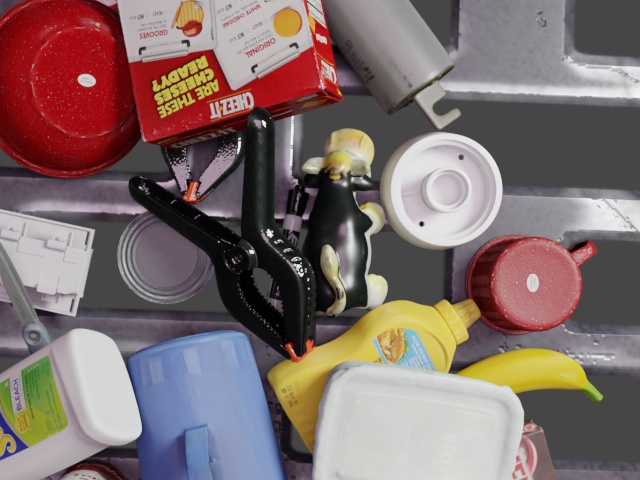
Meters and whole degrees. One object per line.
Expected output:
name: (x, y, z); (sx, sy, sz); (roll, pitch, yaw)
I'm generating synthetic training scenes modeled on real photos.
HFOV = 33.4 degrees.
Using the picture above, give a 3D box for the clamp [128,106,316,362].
clamp: (-0.056, 0.001, 0.884); (0.165, 0.036, 0.210); (-32, 91, 38)

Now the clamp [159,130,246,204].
clamp: (-0.090, -0.117, 0.958); (0.120, 0.039, 0.171); (2, 88, 7)

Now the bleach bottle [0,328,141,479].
bleach bottle: (-0.270, 0.172, 0.892); (0.251, 0.068, 0.102); (-31, 63, 19)

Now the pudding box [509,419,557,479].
pudding box: (0.164, 0.226, 0.945); (0.090, 0.039, 0.113); (-18, 101, -3)

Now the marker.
marker: (-0.030, 0.009, 0.965); (0.020, 0.020, 0.121); (12, 87, -2)

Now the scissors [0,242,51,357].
scissors: (-0.257, 0.094, 0.917); (0.096, 0.016, 0.201); (-30, 113, 9)

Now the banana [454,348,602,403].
banana: (0.155, 0.140, 0.958); (0.197, 0.037, 0.069); (-15, 88, -3)

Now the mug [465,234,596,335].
mug: (0.191, 0.033, 0.942); (0.117, 0.081, 0.093); (-26, 89, -3)

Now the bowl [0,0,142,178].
bowl: (-0.209, -0.133, 0.913); (0.161, 0.055, 0.162); (-3, 96, -29)

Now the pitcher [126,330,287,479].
pitcher: (-0.088, 0.201, 0.883); (0.144, 0.149, 0.243); (-3, 76, -45)

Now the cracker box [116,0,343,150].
cracker box: (-0.084, -0.201, 0.900); (0.164, 0.072, 0.214); (-14, 84, 17)

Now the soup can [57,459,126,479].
soup can: (-0.202, 0.228, 0.906); (0.068, 0.102, 0.068); (0, 87, -2)

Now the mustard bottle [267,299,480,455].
mustard bottle: (0.056, 0.107, 0.938); (0.191, 0.058, 0.096); (-30, 118, -4)

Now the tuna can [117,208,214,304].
tuna can: (-0.136, 0.014, 0.953); (0.086, 0.034, 0.086); (0, 88, -2)
